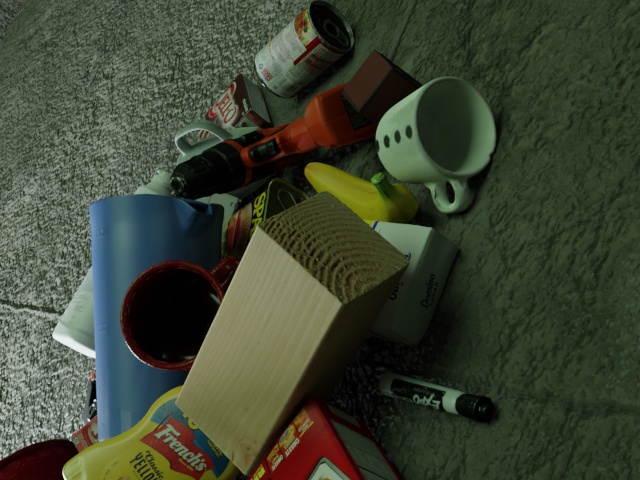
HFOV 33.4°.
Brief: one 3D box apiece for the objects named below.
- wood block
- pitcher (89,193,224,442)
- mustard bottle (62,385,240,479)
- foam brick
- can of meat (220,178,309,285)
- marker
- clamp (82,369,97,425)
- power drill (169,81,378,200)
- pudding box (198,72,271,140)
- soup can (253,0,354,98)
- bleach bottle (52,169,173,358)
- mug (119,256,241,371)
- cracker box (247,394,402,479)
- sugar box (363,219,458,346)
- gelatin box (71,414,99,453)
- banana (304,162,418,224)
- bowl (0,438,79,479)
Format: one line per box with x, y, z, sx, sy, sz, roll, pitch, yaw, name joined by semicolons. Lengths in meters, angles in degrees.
-0.026;0.075;0.836;0.090;0.091;0.206;-29;-27;-47;wood block
-0.166;0.082;1.043;0.149;0.145;0.243;76;-167;-79;pitcher
-0.121;0.183;0.935;0.191;0.096;0.058;-35;-9;-7;mustard bottle
0.069;-0.128;0.983;0.051;0.078;0.053;-51;32;13;foam brick
-0.057;0.001;1.082;0.084;0.057;0.102;-35;37;41;can of meat
0.085;0.116;0.791;0.121;0.020;0.020;5;67;59;marker
-0.236;0.191;1.198;0.120;0.039;0.171;-50;31;21;clamp
-0.038;-0.098;1.058;0.188;0.057;0.184;-17;8;43;power drill
-0.107;-0.143;1.310;0.090;0.039;0.113;-49;31;18;pudding box
-0.020;-0.215;1.212;0.102;0.068;0.068;-35;37;38;soup can
-0.245;0.025;1.347;0.103;0.068;0.250;1;62;57;bleach bottle
-0.109;0.061;0.927;0.117;0.093;0.081;-50;-15;-4;mug
0.003;0.238;0.754;0.164;0.072;0.214;-54;30;10;cracker box
0.027;0.029;0.911;0.177;0.048;0.093;11;73;46;sugar box
-0.207;0.218;1.086;0.073;0.030;0.089;-39;78;36;gelatin box
0.042;-0.042;0.958;0.037;0.069;0.198;-40;16;-12;banana
-0.320;0.291;1.161;0.162;0.161;0.055;-50;63;15;bowl
